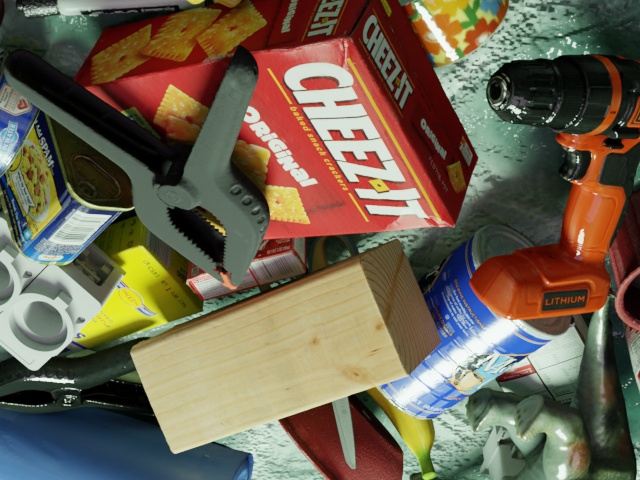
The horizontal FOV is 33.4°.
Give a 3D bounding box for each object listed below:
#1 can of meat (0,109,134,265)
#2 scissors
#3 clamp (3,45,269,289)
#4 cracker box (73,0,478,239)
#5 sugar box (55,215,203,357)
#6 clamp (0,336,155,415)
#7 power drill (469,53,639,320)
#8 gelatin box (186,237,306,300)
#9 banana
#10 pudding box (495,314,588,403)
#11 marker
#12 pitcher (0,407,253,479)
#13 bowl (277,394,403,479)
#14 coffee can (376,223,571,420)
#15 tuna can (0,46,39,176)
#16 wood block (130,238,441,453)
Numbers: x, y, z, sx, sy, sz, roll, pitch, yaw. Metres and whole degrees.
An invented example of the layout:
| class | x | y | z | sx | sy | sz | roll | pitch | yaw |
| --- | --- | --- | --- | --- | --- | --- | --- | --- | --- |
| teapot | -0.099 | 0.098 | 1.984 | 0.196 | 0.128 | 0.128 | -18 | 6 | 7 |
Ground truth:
| class | x | y | z | sx | sy | sz | roll | pitch | yaw |
| --- | --- | --- | --- | --- | --- | --- | --- | --- | --- |
| can of meat | -0.180 | -0.044 | 0.743 | 0.057 | 0.102 | 0.084 | 4 | 147 | -47 |
| scissors | -0.009 | 0.086 | 0.870 | 0.096 | 0.016 | 0.202 | 8 | 104 | 14 |
| clamp | -0.096 | -0.045 | 0.669 | 0.165 | 0.036 | 0.210 | 9 | 144 | 19 |
| cracker box | -0.030 | -0.074 | 0.691 | 0.214 | 0.072 | 0.164 | -3 | 139 | 33 |
| sugar box | -0.193 | 0.044 | 0.872 | 0.176 | 0.048 | 0.093 | -21 | 133 | 18 |
| clamp | -0.206 | 0.115 | 0.895 | 0.171 | 0.039 | 0.120 | 0 | 141 | -10 |
| power drill | 0.166 | -0.036 | 0.723 | 0.184 | 0.057 | 0.188 | -2 | 124 | -30 |
| gelatin box | -0.055 | 0.001 | 0.810 | 0.089 | 0.073 | 0.030 | -15 | 133 | 16 |
| banana | 0.045 | 0.119 | 0.932 | 0.037 | 0.069 | 0.197 | -38 | 104 | 14 |
| pudding box | 0.197 | 0.103 | 0.943 | 0.090 | 0.039 | 0.113 | -20 | 134 | 18 |
| marker | -0.136 | -0.155 | 0.687 | 0.121 | 0.020 | 0.020 | -3 | 136 | 2 |
| pitcher | -0.187 | 0.213 | 0.964 | 0.243 | 0.145 | 0.149 | 18 | 157 | 10 |
| bowl | 0.024 | 0.176 | 0.957 | 0.055 | 0.162 | 0.162 | -44 | 126 | 1 |
| coffee can | 0.114 | 0.067 | 0.858 | 0.102 | 0.103 | 0.141 | 29 | 129 | -27 |
| tuna can | -0.216 | -0.084 | 0.713 | 0.033 | 0.086 | 0.086 | 27 | 129 | -27 |
| wood block | -0.027 | 0.080 | 0.812 | 0.206 | 0.090 | 0.090 | -22 | 91 | 25 |
